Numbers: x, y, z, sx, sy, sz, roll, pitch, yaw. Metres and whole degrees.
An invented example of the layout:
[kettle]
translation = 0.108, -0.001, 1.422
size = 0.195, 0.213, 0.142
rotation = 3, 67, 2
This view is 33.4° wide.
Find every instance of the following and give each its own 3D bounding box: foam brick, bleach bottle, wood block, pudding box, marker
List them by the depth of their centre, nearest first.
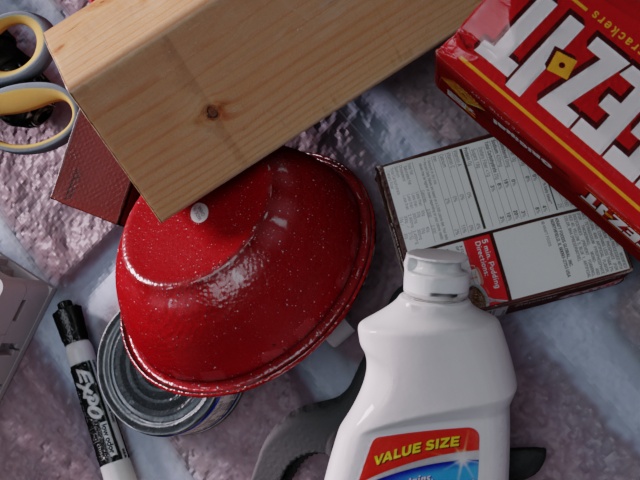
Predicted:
[bleach bottle]
translation = 0.039, 0.128, 0.521
size = 0.102, 0.068, 0.251
rotation = 5, 102, 10
[wood block]
translation = -0.026, -0.114, 0.550
size = 0.206, 0.090, 0.090
rotation = -33, 35, -3
[pudding box]
translation = 0.093, -0.009, 0.553
size = 0.113, 0.039, 0.090
rotation = -15, 77, 1
[foam brick]
translation = -0.117, -0.050, 0.644
size = 0.053, 0.051, 0.078
rotation = 20, 91, 23
[marker]
translation = -0.140, 0.093, 0.654
size = 0.020, 0.020, 0.121
rotation = -25, 76, 17

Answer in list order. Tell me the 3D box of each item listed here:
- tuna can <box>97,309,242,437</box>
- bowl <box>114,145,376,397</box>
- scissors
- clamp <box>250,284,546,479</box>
[tuna can]
translation = -0.088, 0.072, 0.628
size = 0.086, 0.033, 0.086
rotation = -2, 83, 21
[bowl]
translation = -0.054, 0.001, 0.574
size = 0.162, 0.055, 0.162
rotation = -17, 49, 20
[scissors]
translation = -0.240, -0.091, 0.662
size = 0.202, 0.016, 0.096
rotation = 0, 90, 12
[clamp]
translation = 0.022, 0.103, 0.582
size = 0.171, 0.039, 0.120
rotation = -28, 69, 9
